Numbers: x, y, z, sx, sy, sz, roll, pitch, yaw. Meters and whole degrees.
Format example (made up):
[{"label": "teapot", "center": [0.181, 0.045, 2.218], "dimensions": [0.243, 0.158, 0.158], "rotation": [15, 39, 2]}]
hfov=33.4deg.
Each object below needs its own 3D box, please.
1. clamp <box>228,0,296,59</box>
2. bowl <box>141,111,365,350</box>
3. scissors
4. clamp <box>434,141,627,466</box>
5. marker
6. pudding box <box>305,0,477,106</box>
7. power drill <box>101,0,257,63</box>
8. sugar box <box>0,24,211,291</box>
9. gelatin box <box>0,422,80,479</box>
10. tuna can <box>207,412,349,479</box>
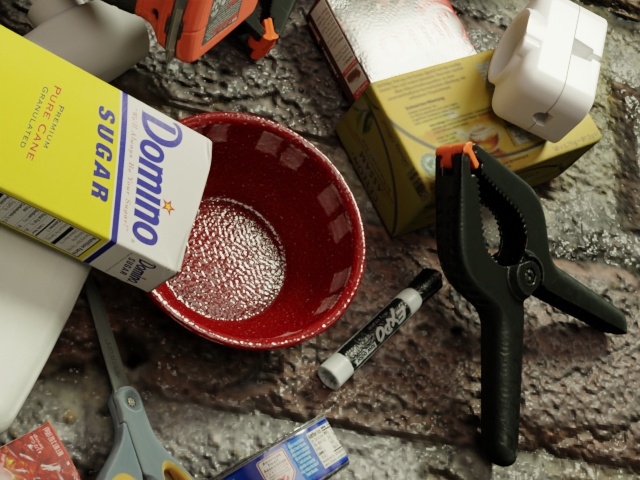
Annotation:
[{"label": "clamp", "center": [-0.053, -0.217, 0.795], "dimensions": [0.120, 0.039, 0.171], "rotation": [-17, 77, -24]}, {"label": "bowl", "center": [-0.054, 0.001, 0.679], "dimensions": [0.162, 0.055, 0.162], "rotation": [10, 63, -19]}, {"label": "scissors", "center": [-0.119, 0.104, 0.604], "dimensions": [0.202, 0.016, 0.096], "rotation": [60, 27, 10]}, {"label": "clamp", "center": [0.124, 0.034, 0.714], "dimensions": [0.164, 0.036, 0.210], "rotation": [-47, 116, -31]}, {"label": "marker", "center": [0.043, 0.056, 0.717], "dimensions": [0.020, 0.020, 0.121], "rotation": [48, 57, 3]}, {"label": "pudding box", "center": [0.056, -0.152, 0.810], "dimensions": [0.113, 0.039, 0.090], "rotation": [-20, 75, -30]}, {"label": "power drill", "center": [-0.133, -0.198, 0.705], "dimensions": [0.188, 0.057, 0.184], "rotation": [26, 41, 8]}, {"label": "sugar box", "center": [-0.148, -0.050, 0.580], "dimensions": [0.176, 0.048, 0.093], "rotation": [26, 57, -24]}, {"label": "gelatin box", "center": [-0.158, 0.155, 0.575], "dimensions": [0.073, 0.030, 0.089], "rotation": [-28, 79, -31]}, {"label": "tuna can", "center": [-0.027, 0.134, 0.609], "dimensions": [0.086, 0.086, 0.034], "rotation": [-25, 79, -31]}]
